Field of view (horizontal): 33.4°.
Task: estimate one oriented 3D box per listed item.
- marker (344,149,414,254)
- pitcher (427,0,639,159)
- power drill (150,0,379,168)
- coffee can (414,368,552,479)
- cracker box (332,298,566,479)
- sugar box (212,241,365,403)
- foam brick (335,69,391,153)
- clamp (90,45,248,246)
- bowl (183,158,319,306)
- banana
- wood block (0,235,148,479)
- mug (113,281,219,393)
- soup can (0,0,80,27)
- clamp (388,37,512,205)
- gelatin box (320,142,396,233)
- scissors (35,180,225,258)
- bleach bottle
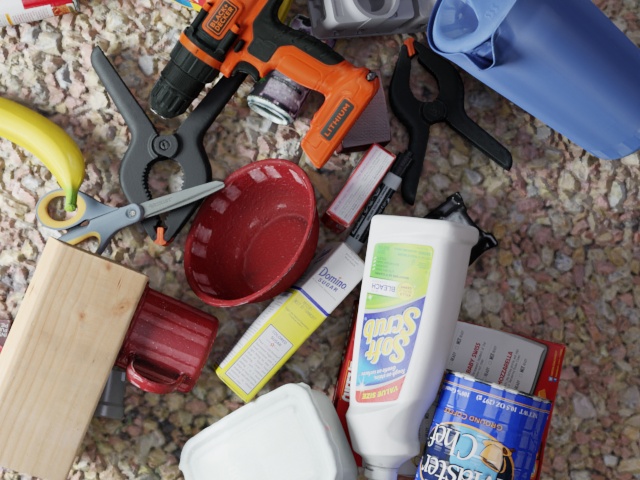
[{"bbox_3d":[0.061,-0.040,1.098,0.020,0.020,0.121,31,97,-3],"label":"marker"},{"bbox_3d":[0.235,-0.190,1.059,0.242,0.145,0.149,31,94,-29],"label":"pitcher"},{"bbox_3d":[-0.052,-0.154,1.030,0.187,0.057,0.185,37,106,-3],"label":"power drill"},{"bbox_3d":[0.146,0.200,0.985,0.102,0.103,0.140,17,85,-4],"label":"coffee can"},{"bbox_3d":[0.122,0.159,1.075,0.213,0.072,0.164,13,85,-4],"label":"cracker box"},{"bbox_3d":[-0.030,0.078,1.055,0.176,0.093,0.048,-45,96,-7],"label":"sugar box"},{"bbox_3d":[0.039,-0.132,1.101,0.053,0.051,0.078,-8,86,-7],"label":"foam brick"},{"bbox_3d":[-0.146,-0.100,1.084,0.164,0.036,0.210,-4,87,2],"label":"clamp"},{"bbox_3d":[-0.057,0.001,1.053,0.055,0.162,0.162,38,80,-44],"label":"bowl"},{"bbox_3d":[-0.306,-0.106,1.062,0.198,0.037,0.069,32,45,5],"label":"banana"},{"bbox_3d":[-0.248,0.109,1.002,0.090,0.091,0.206,23,86,-20],"label":"wood block"},{"bbox_3d":[-0.152,0.104,1.034,0.081,0.117,0.093,24,121,-8],"label":"mug"},{"bbox_3d":[-0.299,-0.253,1.069,0.102,0.068,0.068,-13,87,-6],"label":"soup can"},{"bbox_3d":[0.112,-0.124,1.115,0.120,0.039,0.171,-28,85,-5],"label":"clamp"},{"bbox_3d":[0.037,-0.051,1.083,0.030,0.073,0.089,34,83,-2],"label":"gelatin box"},{"bbox_3d":[-0.201,-0.039,1.064,0.202,0.016,0.096,-33,81,7],"label":"scissors"},{"bbox_3d":[0.079,0.105,0.993,0.103,0.068,0.251,6,87,37],"label":"bleach bottle"}]
